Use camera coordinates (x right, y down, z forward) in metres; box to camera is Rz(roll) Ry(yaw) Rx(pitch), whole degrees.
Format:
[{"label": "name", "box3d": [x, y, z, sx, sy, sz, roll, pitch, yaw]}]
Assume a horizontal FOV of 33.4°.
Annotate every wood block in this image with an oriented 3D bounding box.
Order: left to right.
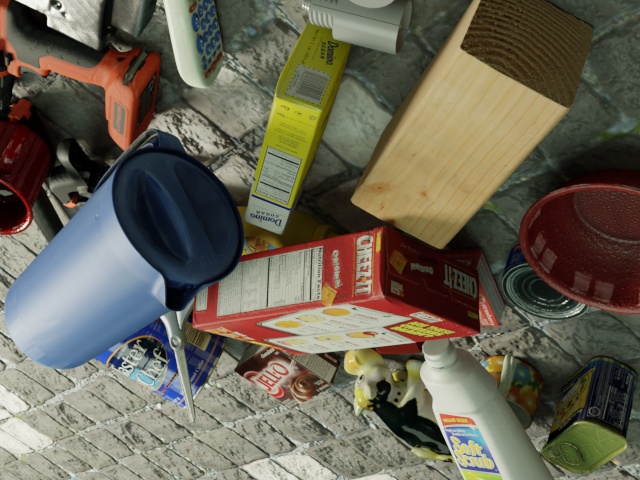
[{"label": "wood block", "box3d": [0.113, -0.092, 0.830, 0.090, 0.090, 0.206, 28, 144, -5]}]

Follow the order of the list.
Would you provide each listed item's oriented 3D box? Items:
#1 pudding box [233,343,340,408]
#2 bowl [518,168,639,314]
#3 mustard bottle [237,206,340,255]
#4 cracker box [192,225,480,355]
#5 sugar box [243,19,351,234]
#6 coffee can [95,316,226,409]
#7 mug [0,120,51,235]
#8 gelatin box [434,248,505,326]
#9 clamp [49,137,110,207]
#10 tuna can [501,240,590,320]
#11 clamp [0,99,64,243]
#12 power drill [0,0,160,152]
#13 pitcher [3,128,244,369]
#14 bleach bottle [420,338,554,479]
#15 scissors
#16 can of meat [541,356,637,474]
[{"label": "pudding box", "box3d": [-0.040, 0.152, 1.277, 0.090, 0.039, 0.114, 34, 144, -12]}, {"label": "bowl", "box3d": [0.250, -0.009, 0.886, 0.162, 0.055, 0.162, 16, 144, 12]}, {"label": "mustard bottle", "box3d": [-0.057, 0.001, 1.076, 0.192, 0.058, 0.096, 4, 150, 26]}, {"label": "cracker box", "box3d": [0.015, 0.052, 0.984, 0.214, 0.072, 0.164, -12, 159, 35]}, {"label": "sugar box", "box3d": [-0.020, -0.092, 0.908, 0.048, 0.093, 0.176, 20, 145, 3]}, {"label": "coffee can", "box3d": [-0.198, 0.124, 1.281, 0.140, 0.102, 0.103, 31, 144, -10]}, {"label": "mug", "box3d": [-0.316, -0.072, 1.063, 0.093, 0.081, 0.117, 24, 139, -14]}, {"label": "gelatin box", "box3d": [0.133, 0.047, 1.048, 0.073, 0.030, 0.089, 0, 138, 31]}, {"label": "clamp", "box3d": [-0.221, -0.060, 1.097, 0.120, 0.039, 0.172, 21, 165, -17]}, {"label": "tuna can", "box3d": [0.211, 0.036, 0.985, 0.086, 0.033, 0.086, 16, 144, 12]}, {"label": "clamp", "box3d": [-0.347, -0.083, 1.158, 0.164, 0.036, 0.210, 23, 143, 0]}, {"label": "power drill", "box3d": [-0.248, -0.154, 0.993, 0.187, 0.057, 0.185, 24, 148, 0]}, {"label": "pitcher", "box3d": [-0.191, 0.018, 0.983, 0.243, 0.149, 0.145, -34, 98, 40]}, {"label": "bleach bottle", "box3d": [0.160, 0.189, 1.092, 0.103, 0.068, 0.250, 15, 144, 49]}, {"label": "scissors", "box3d": [-0.149, 0.100, 1.209, 0.096, 0.016, 0.202, -25, 88, 28]}, {"label": "can of meat", "box3d": [0.275, 0.178, 1.085, 0.057, 0.083, 0.102, 26, 145, -2]}]
